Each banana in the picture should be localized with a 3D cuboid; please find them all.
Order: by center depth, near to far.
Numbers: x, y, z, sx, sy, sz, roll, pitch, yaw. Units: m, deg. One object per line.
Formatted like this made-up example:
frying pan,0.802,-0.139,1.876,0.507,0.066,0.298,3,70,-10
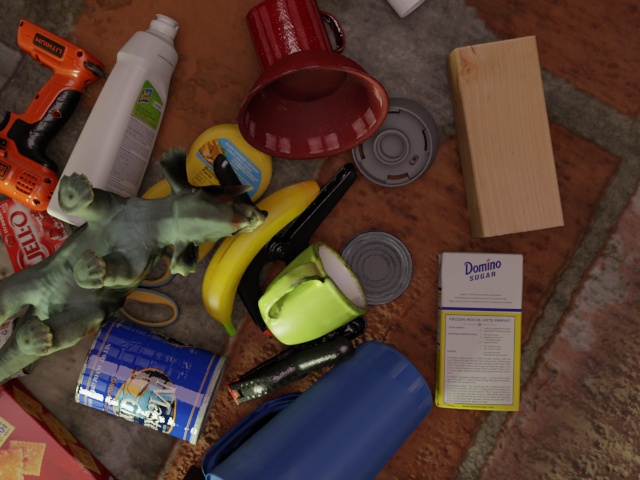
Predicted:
banana,-0.076,0.010,1.150,0.037,0.069,0.198,43,106,41

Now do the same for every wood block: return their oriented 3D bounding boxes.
wood block,0.201,-0.111,1.180,0.091,0.090,0.206,-9,90,0

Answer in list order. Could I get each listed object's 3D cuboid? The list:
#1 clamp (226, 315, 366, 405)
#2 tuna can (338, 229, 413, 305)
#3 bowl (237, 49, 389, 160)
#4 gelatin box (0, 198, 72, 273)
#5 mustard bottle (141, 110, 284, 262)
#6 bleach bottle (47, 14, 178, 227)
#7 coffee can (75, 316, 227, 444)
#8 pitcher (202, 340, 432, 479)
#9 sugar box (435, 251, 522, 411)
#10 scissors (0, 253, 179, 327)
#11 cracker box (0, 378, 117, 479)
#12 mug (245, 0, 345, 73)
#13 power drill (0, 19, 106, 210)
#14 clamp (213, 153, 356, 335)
clamp,-0.022,0.132,1.193,0.172,0.120,0.039,-24,90,22
tuna can,0.062,0.031,1.211,0.086,0.034,0.086,0,91,0
bowl,-0.010,-0.153,1.135,0.162,0.162,0.055,-9,60,0
gelatin box,-0.323,-0.010,1.215,0.073,0.030,0.089,-18,90,1
mustard bottle,-0.111,-0.073,1.197,0.096,0.058,0.191,43,91,-13
bleach bottle,-0.215,-0.129,1.188,0.068,0.102,0.251,20,84,19
coffee can,-0.185,0.154,1.180,0.140,0.103,0.103,20,91,0
pitcher,-0.002,0.216,1.141,0.149,0.145,0.242,47,65,3
sugar box,0.179,0.101,1.207,0.093,0.048,0.176,2,87,0
scissors,-0.251,0.038,1.210,0.201,0.016,0.096,21,85,-8
cracker box,-0.334,0.288,1.199,0.164,0.072,0.213,-44,91,1
mug,-0.024,-0.226,1.187,0.117,0.093,0.081,-16,85,-30
power drill,-0.340,-0.147,1.193,0.184,0.057,0.187,27,90,14
clamp,-0.058,0.001,1.189,0.164,0.036,0.210,10,102,-22
